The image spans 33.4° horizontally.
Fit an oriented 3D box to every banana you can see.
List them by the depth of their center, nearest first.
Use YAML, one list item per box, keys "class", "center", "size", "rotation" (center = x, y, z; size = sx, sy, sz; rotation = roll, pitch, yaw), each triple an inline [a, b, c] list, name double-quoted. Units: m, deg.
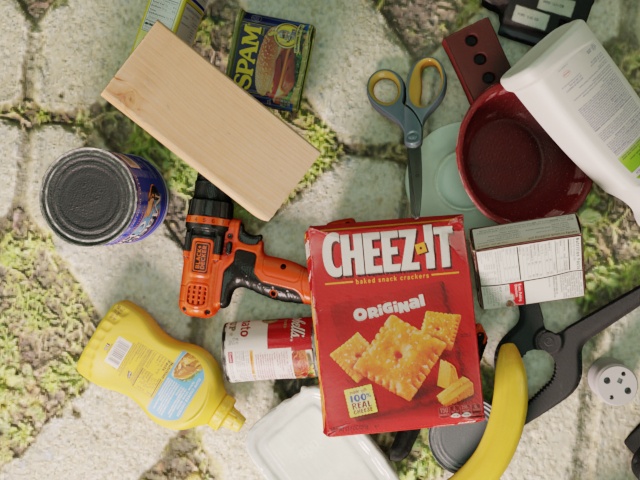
- class: "banana"
  center: [0.175, 0.207, 1.126]
  size: [0.069, 0.037, 0.198]
  rotation: [30, 94, 4]

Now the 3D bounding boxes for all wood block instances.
- class: "wood block"
  center: [-0.113, -0.119, 1.082]
  size: [0.206, 0.090, 0.091]
  rotation: [38, 87, -13]

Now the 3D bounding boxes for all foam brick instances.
- class: "foam brick"
  center: [0.170, -0.191, 1.144]
  size: [0.053, 0.051, 0.078]
  rotation: [-25, 89, 5]

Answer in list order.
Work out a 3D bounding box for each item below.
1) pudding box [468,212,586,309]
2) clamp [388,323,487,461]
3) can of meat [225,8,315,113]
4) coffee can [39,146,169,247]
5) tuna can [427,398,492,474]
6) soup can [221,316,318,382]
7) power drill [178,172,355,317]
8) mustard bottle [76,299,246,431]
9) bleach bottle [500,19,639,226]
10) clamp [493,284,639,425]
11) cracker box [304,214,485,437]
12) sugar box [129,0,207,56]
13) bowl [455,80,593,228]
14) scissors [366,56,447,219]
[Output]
- class: "pudding box"
  center: [0.213, 0.023, 1.098]
  size: [0.113, 0.039, 0.090]
  rotation: [-10, 130, 6]
- class: "clamp"
  center: [0.113, 0.156, 1.150]
  size: [0.171, 0.039, 0.120]
  rotation: [-30, 66, 7]
- class: "can of meat"
  center: [-0.055, -0.194, 1.165]
  size: [0.084, 0.057, 0.102]
  rotation: [12, 93, 2]
- class: "coffee can"
  center: [-0.228, -0.045, 1.142]
  size: [0.103, 0.140, 0.103]
  rotation: [0, 92, 5]
- class: "tuna can"
  center: [0.160, 0.212, 1.165]
  size: [0.086, 0.033, 0.086]
  rotation: [0, 92, 5]
- class: "soup can"
  center: [-0.052, 0.120, 1.166]
  size: [0.102, 0.068, 0.068]
  rotation: [-4, 91, 6]
- class: "power drill"
  center: [-0.058, 0.001, 1.171]
  size: [0.188, 0.057, 0.184]
  rotation: [7, 90, 7]
- class: "mustard bottle"
  center: [-0.167, 0.153, 1.183]
  size: [0.191, 0.058, 0.096]
  rotation: [32, 93, 4]
- class: "bleach bottle"
  center: [0.298, -0.098, 1.093]
  size: [0.102, 0.068, 0.251]
  rotation: [-42, 101, -15]
- class: "clamp"
  center: [0.238, 0.099, 1.153]
  size: [0.164, 0.036, 0.210]
  rotation: [29, 94, 10]
- class: "cracker box"
  center: [0.074, 0.086, 1.093]
  size: [0.164, 0.072, 0.214]
  rotation: [-5, 84, -4]
- class: "sugar box"
  center: [-0.161, -0.239, 1.155]
  size: [0.048, 0.093, 0.176]
  rotation: [17, 92, 4]
- class: "bowl"
  center: [0.208, -0.088, 1.127]
  size: [0.162, 0.055, 0.162]
  rotation: [1, 87, -16]
- class: "scissors"
  center: [0.081, -0.114, 1.130]
  size: [0.096, 0.016, 0.201]
  rotation: [8, 62, 19]
